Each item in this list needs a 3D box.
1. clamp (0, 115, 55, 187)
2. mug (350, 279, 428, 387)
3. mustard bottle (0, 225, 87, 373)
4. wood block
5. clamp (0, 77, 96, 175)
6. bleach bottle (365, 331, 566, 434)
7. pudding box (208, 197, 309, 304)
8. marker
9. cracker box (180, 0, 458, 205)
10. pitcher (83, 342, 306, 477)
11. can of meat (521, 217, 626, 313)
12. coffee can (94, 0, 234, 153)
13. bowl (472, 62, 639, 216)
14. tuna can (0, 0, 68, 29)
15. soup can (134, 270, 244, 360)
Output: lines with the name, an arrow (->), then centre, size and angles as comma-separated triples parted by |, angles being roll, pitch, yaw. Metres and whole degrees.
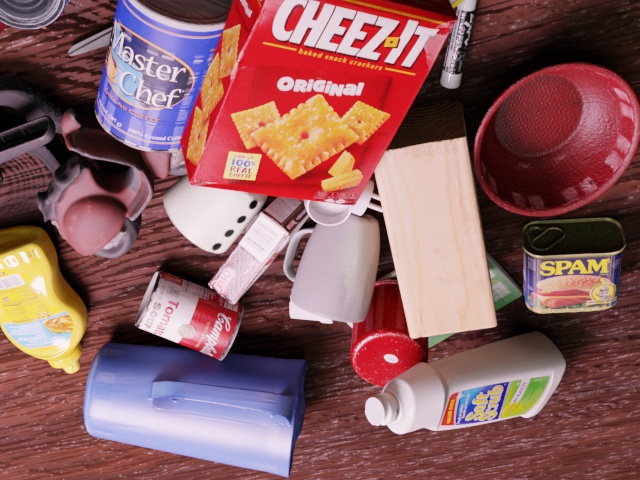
clamp -> -0.343, -0.079, 1.035 | 0.164, 0.036, 0.210 | 9, 152, -11
mug -> 0.075, 0.112, 1.147 | 0.093, 0.081, 0.117 | 1, 125, 5
mustard bottle -> -0.312, 0.075, 1.180 | 0.096, 0.058, 0.191 | -12, 125, 11
wood block -> 0.111, -0.019, 1.040 | 0.090, 0.090, 0.206 | -9, 119, 9
clamp -> -0.276, -0.103, 1.055 | 0.171, 0.039, 0.120 | 20, 121, -14
bleach bottle -> 0.146, 0.161, 1.124 | 0.250, 0.068, 0.103 | -8, 135, -39
pudding box -> -0.057, 0.001, 1.083 | 0.039, 0.090, 0.114 | 40, 123, -1
marker -> 0.128, -0.195, 0.967 | 0.020, 0.020, 0.121 | 7, 127, -1
cracker box -> -0.007, -0.132, 0.895 | 0.164, 0.072, 0.214 | 7, 133, -25
pitcher -> -0.138, 0.182, 1.203 | 0.243, 0.145, 0.149 | 8, 121, 2
can of meat -> 0.260, 0.027, 1.104 | 0.102, 0.057, 0.084 | -3, 130, 7
coffee can -> -0.136, -0.163, 0.937 | 0.102, 0.102, 0.140 | 16, 131, -8
bowl -> 0.213, -0.104, 0.996 | 0.162, 0.055, 0.162 | -6, 126, -8
tuna can -> -0.265, -0.234, 0.956 | 0.086, 0.033, 0.086 | 2, 128, 2
soup can -> -0.143, 0.081, 1.168 | 0.102, 0.068, 0.069 | 23, 125, -12
